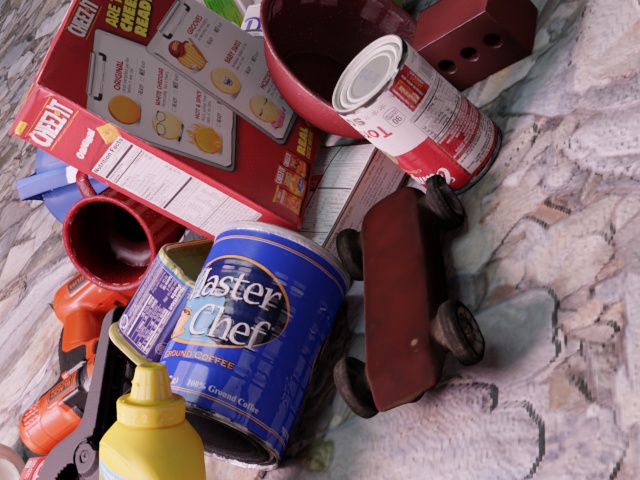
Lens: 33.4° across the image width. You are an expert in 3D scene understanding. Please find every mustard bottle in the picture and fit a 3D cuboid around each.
[{"bbox_3d":[-0.103,0.169,0.647,0.096,0.058,0.191,11,103,58],"label":"mustard bottle"}]

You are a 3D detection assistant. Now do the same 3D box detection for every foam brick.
[{"bbox_3d":[0.115,-0.156,0.798,0.078,0.053,0.051,-26,38,43],"label":"foam brick"}]

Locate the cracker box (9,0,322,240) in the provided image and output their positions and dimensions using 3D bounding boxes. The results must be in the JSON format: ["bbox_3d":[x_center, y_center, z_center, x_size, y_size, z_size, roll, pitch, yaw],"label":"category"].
[{"bbox_3d":[-0.105,-0.100,0.812,0.072,0.213,0.164,-42,27,44],"label":"cracker box"}]

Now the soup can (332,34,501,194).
[{"bbox_3d":[0.067,-0.085,0.736,0.069,0.102,0.068,-37,32,27],"label":"soup can"}]

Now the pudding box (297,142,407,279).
[{"bbox_3d":[0.009,-0.021,0.819,0.090,0.039,0.113,4,63,58],"label":"pudding box"}]

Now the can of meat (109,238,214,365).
[{"bbox_3d":[-0.103,0.047,0.831,0.084,0.057,0.101,-57,-20,21],"label":"can of meat"}]

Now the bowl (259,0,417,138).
[{"bbox_3d":[0.018,-0.132,0.828,0.055,0.162,0.162,-53,20,44],"label":"bowl"}]

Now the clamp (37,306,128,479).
[{"bbox_3d":[-0.167,0.174,0.846,0.165,0.036,0.210,30,92,43],"label":"clamp"}]

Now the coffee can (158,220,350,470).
[{"bbox_3d":[-0.050,0.072,0.733,0.103,0.102,0.140,-13,47,51],"label":"coffee can"}]

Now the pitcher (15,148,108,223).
[{"bbox_3d":[-0.189,-0.082,1.087,0.243,0.144,0.149,-10,51,49],"label":"pitcher"}]

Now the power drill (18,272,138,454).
[{"bbox_3d":[-0.198,0.088,0.989,0.185,0.057,0.187,-35,31,19],"label":"power drill"}]

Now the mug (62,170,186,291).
[{"bbox_3d":[-0.179,-0.022,0.967,0.093,0.117,0.081,-27,12,29],"label":"mug"}]
